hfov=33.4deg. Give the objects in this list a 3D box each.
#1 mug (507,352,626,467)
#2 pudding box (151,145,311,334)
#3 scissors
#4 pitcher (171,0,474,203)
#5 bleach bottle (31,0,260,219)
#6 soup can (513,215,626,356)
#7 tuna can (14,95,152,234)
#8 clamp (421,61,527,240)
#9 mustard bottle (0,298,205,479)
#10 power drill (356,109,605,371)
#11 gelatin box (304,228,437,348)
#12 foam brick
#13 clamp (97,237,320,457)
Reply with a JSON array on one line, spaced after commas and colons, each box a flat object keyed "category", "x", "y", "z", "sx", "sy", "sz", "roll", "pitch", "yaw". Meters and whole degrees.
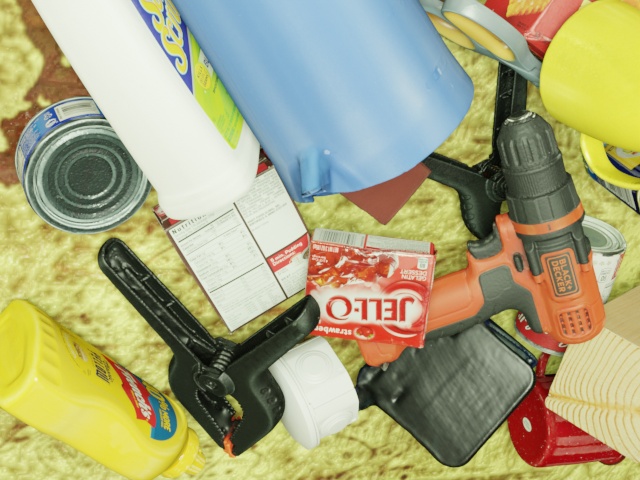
[{"category": "mug", "x": 0.222, "y": 0.149, "z": 0.964, "sx": 0.081, "sy": 0.093, "sz": 0.117, "roll": -3, "pitch": 94, "yaw": -19}, {"category": "pudding box", "x": -0.055, "y": 0.001, "z": 0.764, "sx": 0.090, "sy": 0.039, "sz": 0.113, "roll": -30, "pitch": 126, "yaw": -4}, {"category": "scissors", "x": 0.137, "y": -0.124, "z": 0.752, "sx": 0.201, "sy": 0.096, "sz": 0.016, "roll": 28, "pitch": 92, "yaw": -45}, {"category": "pitcher", "x": -0.019, "y": -0.156, "z": 0.619, "sx": 0.145, "sy": 0.149, "sz": 0.242, "roll": -35, "pitch": 116, "yaw": -1}, {"category": "bleach bottle", "x": -0.121, "y": -0.131, "z": 0.610, "sx": 0.068, "sy": 0.102, "sz": 0.250, "roll": -19, "pitch": 131, "yaw": 19}, {"category": "soup can", "x": 0.208, "y": 0.037, "z": 0.891, "sx": 0.068, "sy": 0.068, "sz": 0.102, "roll": -2, "pitch": 121, "yaw": -24}, {"category": "tuna can", "x": -0.152, "y": -0.047, "z": 0.690, "sx": 0.086, "sy": 0.034, "sz": 0.086, "roll": -12, "pitch": 124, "yaw": -18}, {"category": "clamp", "x": 0.140, "y": -0.059, "z": 0.819, "sx": 0.120, "sy": 0.039, "sz": 0.171, "roll": -41, "pitch": 125, "yaw": 9}, {"category": "mustard bottle", "x": -0.150, "y": 0.121, "z": 0.757, "sx": 0.058, "sy": 0.096, "sz": 0.191, "roll": -44, "pitch": 128, "yaw": 5}, {"category": "power drill", "x": 0.103, "y": 0.010, "z": 0.784, "sx": 0.188, "sy": 0.057, "sz": 0.184, "roll": -15, "pitch": 111, "yaw": 14}, {"category": "gelatin box", "x": 0.034, "y": 0.034, "z": 0.756, "sx": 0.089, "sy": 0.030, "sz": 0.073, "roll": 7, "pitch": 112, "yaw": 5}, {"category": "foam brick", "x": 0.029, "y": -0.057, "z": 0.742, "sx": 0.053, "sy": 0.078, "sz": 0.051, "roll": 35, "pitch": 99, "yaw": -37}, {"category": "clamp", "x": -0.064, "y": 0.090, "z": 0.771, "sx": 0.036, "sy": 0.165, "sz": 0.210, "roll": -58, "pitch": 149, "yaw": -38}]
